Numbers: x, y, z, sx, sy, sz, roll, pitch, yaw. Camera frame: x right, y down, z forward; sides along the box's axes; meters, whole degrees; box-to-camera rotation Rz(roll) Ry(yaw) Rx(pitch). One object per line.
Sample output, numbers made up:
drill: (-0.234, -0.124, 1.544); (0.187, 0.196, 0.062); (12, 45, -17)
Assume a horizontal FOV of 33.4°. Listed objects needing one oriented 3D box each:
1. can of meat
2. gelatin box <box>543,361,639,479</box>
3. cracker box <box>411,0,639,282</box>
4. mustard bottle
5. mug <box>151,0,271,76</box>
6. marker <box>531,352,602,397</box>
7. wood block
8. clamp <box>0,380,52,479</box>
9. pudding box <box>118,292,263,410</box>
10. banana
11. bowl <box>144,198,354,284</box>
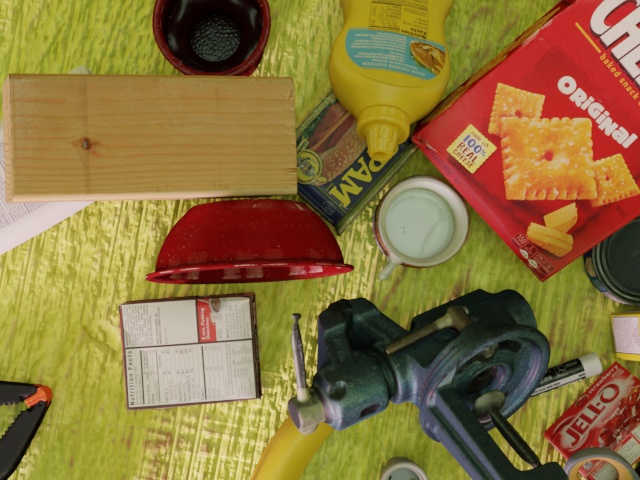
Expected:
can of meat: (0.019, -0.069, 0.883); (0.084, 0.057, 0.102); (42, 87, 3)
gelatin box: (0.234, 0.150, 0.867); (0.089, 0.073, 0.030); (-44, 114, 2)
cracker box: (0.204, -0.092, 0.831); (0.214, 0.072, 0.164); (-39, 99, 23)
mustard bottle: (0.056, -0.149, 0.850); (0.096, 0.058, 0.191); (10, 63, -7)
mug: (-0.089, -0.181, 0.870); (0.093, 0.081, 0.117); (-16, 89, -2)
marker: (0.178, 0.123, 0.899); (0.121, 0.020, 0.020); (-20, 89, -2)
wood block: (-0.129, -0.076, 0.802); (0.205, 0.090, 0.091); (-2, 92, -19)
clamp: (-0.322, 0.168, 0.875); (0.210, 0.036, 0.164); (-36, 90, -4)
pudding box: (-0.107, 0.091, 0.883); (0.113, 0.039, 0.090); (-4, 89, 0)
banana: (-0.026, 0.206, 0.885); (0.069, 0.037, 0.198); (15, 89, -19)
bowl: (-0.055, 0.001, 0.827); (0.162, 0.162, 0.055); (-2, 84, -2)
